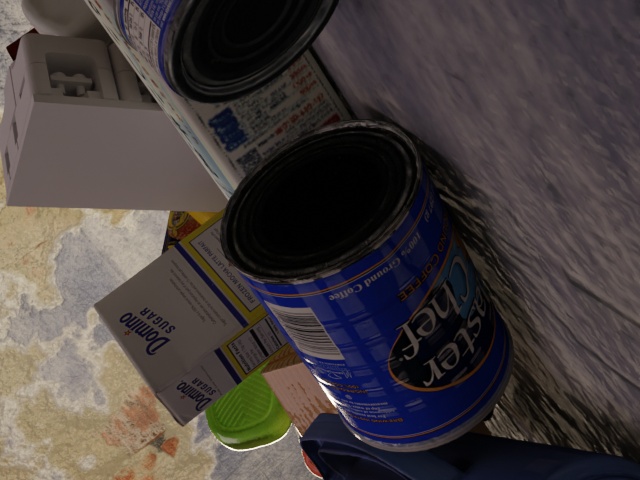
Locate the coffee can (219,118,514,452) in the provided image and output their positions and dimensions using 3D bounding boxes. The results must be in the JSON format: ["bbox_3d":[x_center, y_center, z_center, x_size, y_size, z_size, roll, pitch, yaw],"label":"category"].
[{"bbox_3d":[0.027,0.025,0.534,0.103,0.102,0.140,44,169,50],"label":"coffee can"}]

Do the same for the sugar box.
[{"bbox_3d":[-0.040,0.022,0.641,0.093,0.176,0.048,45,170,44],"label":"sugar box"}]

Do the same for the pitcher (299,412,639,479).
[{"bbox_3d":[0.088,0.164,0.598,0.243,0.149,0.145,154,112,-69],"label":"pitcher"}]

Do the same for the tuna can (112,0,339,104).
[{"bbox_3d":[-0.031,-0.092,0.393,0.034,0.086,0.086,48,172,21],"label":"tuna can"}]
